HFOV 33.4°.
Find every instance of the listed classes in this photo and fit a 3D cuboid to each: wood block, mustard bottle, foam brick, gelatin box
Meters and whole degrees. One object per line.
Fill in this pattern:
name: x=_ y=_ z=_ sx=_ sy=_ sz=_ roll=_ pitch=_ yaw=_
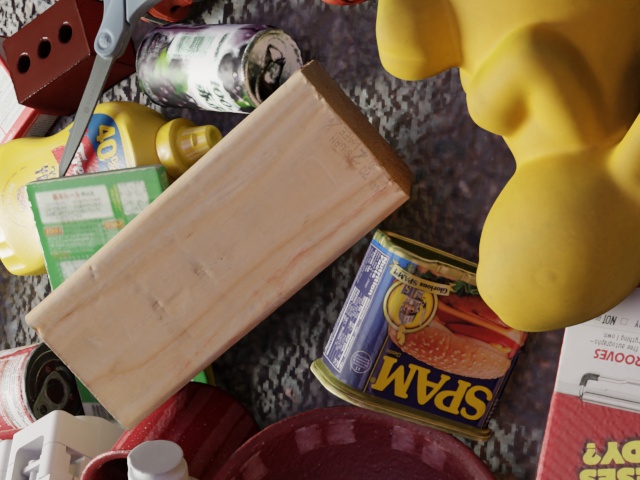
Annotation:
wood block: x=-0.054 y=0.000 z=0.610 sx=0.206 sy=0.090 sz=0.090 roll=-40 pitch=97 yaw=13
mustard bottle: x=-0.145 y=-0.042 z=0.726 sx=0.192 sy=0.058 sz=0.096 roll=-16 pitch=81 yaw=30
foam brick: x=-0.177 y=-0.131 z=0.753 sx=0.078 sy=0.051 sz=0.053 roll=-27 pitch=73 yaw=29
gelatin box: x=-0.244 y=-0.101 z=0.808 sx=0.073 sy=0.030 sz=0.089 roll=-48 pitch=65 yaw=23

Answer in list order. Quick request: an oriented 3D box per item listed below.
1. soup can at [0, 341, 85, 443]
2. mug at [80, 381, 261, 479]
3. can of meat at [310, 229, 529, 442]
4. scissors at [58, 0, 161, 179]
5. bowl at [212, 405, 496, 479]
soup can: x=-0.219 y=0.110 z=0.759 sx=0.102 sy=0.068 sz=0.068 roll=-13 pitch=80 yaw=32
mug: x=-0.081 y=0.150 z=0.653 sx=0.093 sy=0.081 sz=0.117 roll=-11 pitch=114 yaw=28
can of meat: x=0.059 y=0.050 z=0.569 sx=0.084 sy=0.102 sz=0.057 roll=-67 pitch=21 yaw=8
scissors: x=-0.142 y=-0.145 z=0.685 sx=0.096 sy=0.016 sz=0.202 roll=47 pitch=112 yaw=22
bowl: x=0.017 y=0.164 z=0.542 sx=0.162 sy=0.161 sz=0.055 roll=32 pitch=144 yaw=29
